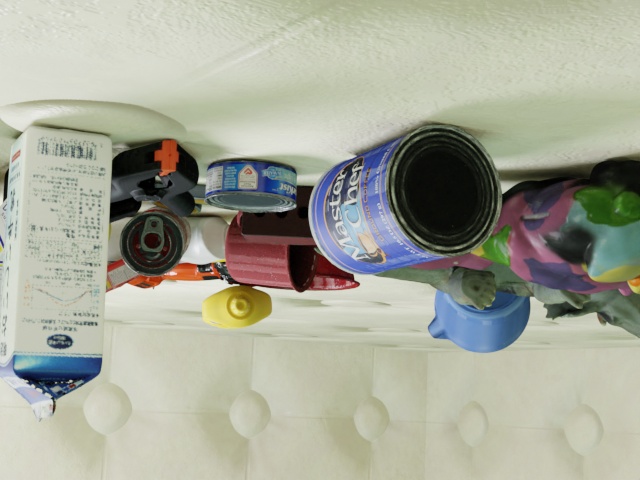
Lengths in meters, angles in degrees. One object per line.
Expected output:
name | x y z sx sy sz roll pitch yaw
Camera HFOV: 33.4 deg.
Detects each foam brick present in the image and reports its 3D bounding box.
foam brick | -0.038 -0.025 1.081 0.078 0.053 0.051 2 171 3

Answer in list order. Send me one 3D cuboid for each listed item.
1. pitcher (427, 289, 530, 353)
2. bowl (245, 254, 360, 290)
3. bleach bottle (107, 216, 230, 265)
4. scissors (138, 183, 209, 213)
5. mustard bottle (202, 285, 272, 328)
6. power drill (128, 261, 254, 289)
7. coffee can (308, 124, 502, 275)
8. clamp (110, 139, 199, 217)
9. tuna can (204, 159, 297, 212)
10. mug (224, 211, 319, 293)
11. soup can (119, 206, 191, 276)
pitcher | 0.219 0.060 1.372 0.145 0.149 0.243 16 170 10
bowl | -0.026 0.032 1.431 0.162 0.055 0.162 3 171 0
bleach bottle | -0.208 0.001 1.277 0.251 0.068 0.102 -3 169 20
scissors | -0.158 -0.053 1.058 0.096 0.016 0.201 -2 170 20
mustard bottle | -0.117 0.095 1.510 0.096 0.058 0.192 -2 174 -8
power drill | -0.180 0.038 1.506 0.188 0.057 0.184 1 171 9
coffee can | 0.065 -0.029 0.865 0.102 0.103 0.141 6 170 -24
clamp | -0.166 -0.053 0.966 0.120 0.039 0.172 -4 166 -14
tuna can | -0.064 -0.050 0.990 0.086 0.034 0.086 3 171 0
mug | -0.058 0.001 1.186 0.082 0.093 0.117 4 141 22
soup can | -0.176 -0.002 1.155 0.068 0.068 0.102 3 -174 -2
